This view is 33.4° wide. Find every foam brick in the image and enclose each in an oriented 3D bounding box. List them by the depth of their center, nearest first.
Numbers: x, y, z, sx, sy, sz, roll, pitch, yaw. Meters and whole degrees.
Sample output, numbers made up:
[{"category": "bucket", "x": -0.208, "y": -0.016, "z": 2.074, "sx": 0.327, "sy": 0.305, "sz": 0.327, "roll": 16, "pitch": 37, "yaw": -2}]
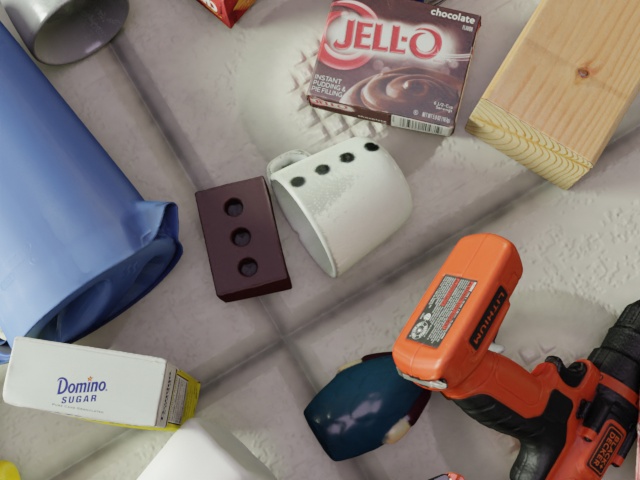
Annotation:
[{"category": "foam brick", "x": -0.055, "y": 0.001, "z": 0.768, "sx": 0.053, "sy": 0.051, "sz": 0.078, "roll": -14, "pitch": 81, "yaw": -1}]

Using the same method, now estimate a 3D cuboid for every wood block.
[{"category": "wood block", "x": 0.199, "y": -0.153, "z": 0.767, "sx": 0.091, "sy": 0.090, "sz": 0.206, "roll": 32, "pitch": 83, "yaw": 5}]

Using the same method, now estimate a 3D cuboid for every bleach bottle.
[{"category": "bleach bottle", "x": -0.139, "y": 0.230, "z": 0.697, "sx": 0.068, "sy": 0.102, "sz": 0.251, "roll": 41, "pitch": 86, "yaw": 18}]

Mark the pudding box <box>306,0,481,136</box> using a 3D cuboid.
[{"category": "pudding box", "x": 0.054, "y": -0.133, "z": 0.792, "sx": 0.113, "sy": 0.039, "sz": 0.090, "roll": 14, "pitch": 82, "yaw": 3}]

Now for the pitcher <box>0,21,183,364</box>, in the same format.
[{"category": "pitcher", "x": -0.223, "y": -0.042, "z": 0.743, "sx": 0.149, "sy": 0.145, "sz": 0.243, "roll": -32, "pitch": 79, "yaw": -26}]

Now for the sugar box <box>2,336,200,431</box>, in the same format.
[{"category": "sugar box", "x": -0.135, "y": 0.097, "z": 0.692, "sx": 0.093, "sy": 0.176, "sz": 0.048, "roll": 9, "pitch": 81, "yaw": 2}]

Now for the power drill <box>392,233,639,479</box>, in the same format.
[{"category": "power drill", "x": 0.149, "y": 0.078, "z": 0.709, "sx": 0.187, "sy": 0.057, "sz": 0.184, "roll": 41, "pitch": 73, "yaw": -26}]
